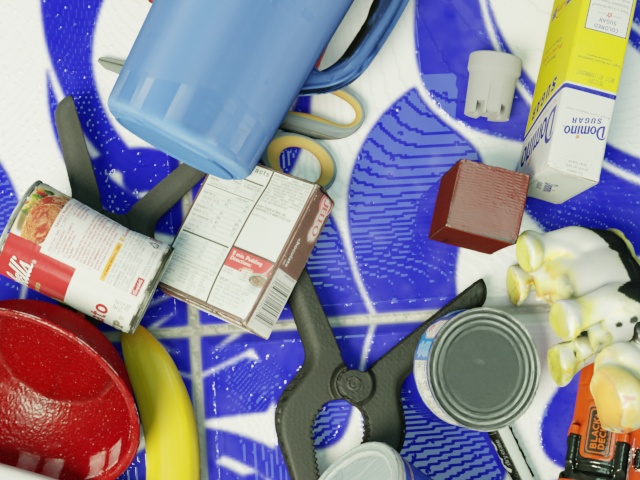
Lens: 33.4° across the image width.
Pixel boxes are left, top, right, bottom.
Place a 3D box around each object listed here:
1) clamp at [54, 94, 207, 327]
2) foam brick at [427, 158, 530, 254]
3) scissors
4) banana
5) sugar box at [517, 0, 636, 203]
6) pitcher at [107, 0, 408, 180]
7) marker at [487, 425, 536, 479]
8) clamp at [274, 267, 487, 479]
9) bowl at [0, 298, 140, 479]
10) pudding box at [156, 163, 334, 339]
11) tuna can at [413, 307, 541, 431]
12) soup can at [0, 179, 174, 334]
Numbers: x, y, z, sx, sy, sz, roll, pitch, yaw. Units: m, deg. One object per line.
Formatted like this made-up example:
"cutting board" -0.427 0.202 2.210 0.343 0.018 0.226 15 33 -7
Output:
"clamp" -0.160 -0.019 0.769 0.120 0.039 0.171 24 81 0
"foam brick" 0.113 -0.023 0.773 0.053 0.078 0.051 14 83 -3
"scissors" -0.068 -0.085 0.797 0.201 0.016 0.096 3 82 -4
"banana" -0.118 0.159 0.750 0.069 0.037 0.198 7 82 -6
"sugar box" 0.188 -0.122 0.784 0.048 0.093 0.176 16 81 -2
"pitcher" -0.035 -0.163 0.730 0.149 0.145 0.243 26 84 11
"marker" 0.140 0.158 0.781 0.020 0.020 0.121 -24 85 -8
"clamp" 0.013 0.096 0.770 0.164 0.036 0.210 22 78 -1
"bowl" -0.190 0.094 0.720 0.162 0.055 0.162 7 125 10
"pudding box" -0.055 0.001 0.758 0.090 0.039 0.113 21 78 30
"tuna can" 0.110 0.090 0.754 0.086 0.034 0.086 1 85 -16
"soup can" -0.157 0.012 0.715 0.102 0.068 0.068 26 81 -5
